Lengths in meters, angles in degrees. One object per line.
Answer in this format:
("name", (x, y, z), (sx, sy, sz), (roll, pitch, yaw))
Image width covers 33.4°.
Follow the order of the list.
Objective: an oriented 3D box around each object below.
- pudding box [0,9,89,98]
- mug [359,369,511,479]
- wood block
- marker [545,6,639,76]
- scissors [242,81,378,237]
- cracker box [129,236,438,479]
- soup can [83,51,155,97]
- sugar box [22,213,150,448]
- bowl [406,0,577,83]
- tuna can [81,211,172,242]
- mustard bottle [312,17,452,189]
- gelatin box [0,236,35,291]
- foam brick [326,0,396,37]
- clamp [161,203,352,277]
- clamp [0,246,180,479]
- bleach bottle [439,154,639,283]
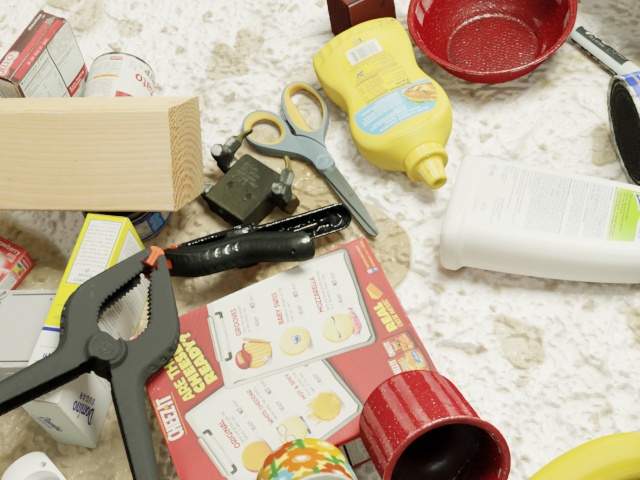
("pudding box", (-0.273, -0.157, 1.058), (0.039, 0.113, 0.090), (21, 63, 18))
("mug", (0.077, 0.155, 0.762), (0.093, 0.117, 0.081), (-10, 25, -12))
("wood block", (-0.216, -0.078, 0.949), (0.206, 0.091, 0.090), (1, 15, 11))
("marker", (0.262, -0.191, 1.035), (0.020, 0.020, 0.121), (-34, 58, -12))
("scissors", (-0.016, -0.071, 1.013), (0.096, 0.016, 0.202), (-17, 56, 1))
("cracker box", (-0.024, 0.113, 0.860), (0.213, 0.072, 0.164), (-24, 56, -4))
("soup can", (-0.203, -0.127, 1.053), (0.068, 0.068, 0.102), (-2, 56, 10))
("sugar box", (-0.195, 0.075, 0.904), (0.048, 0.093, 0.176), (8, 59, 16))
("bowl", (0.167, -0.206, 1.042), (0.162, 0.055, 0.162), (-5, 57, 7))
("tuna can", (-0.184, -0.038, 1.012), (0.086, 0.034, 0.086), (-5, 56, 7))
("mustard bottle", (0.070, -0.122, 1.003), (0.096, 0.058, 0.192), (-26, 56, -2))
("gelatin box", (-0.325, 0.025, 0.999), (0.089, 0.030, 0.073), (25, 65, 24))
("foam brick", (0.041, -0.231, 1.069), (0.053, 0.078, 0.051), (-29, 56, -11))
("clamp", (-0.056, 0.001, 0.939), (0.172, 0.120, 0.039), (-7, 98, 29))
("clamp", (-0.159, 0.098, 0.822), (0.164, 0.036, 0.209), (29, 57, 3))
("bleach bottle", (0.233, -0.004, 0.894), (0.251, 0.068, 0.102), (11, 60, 15))
